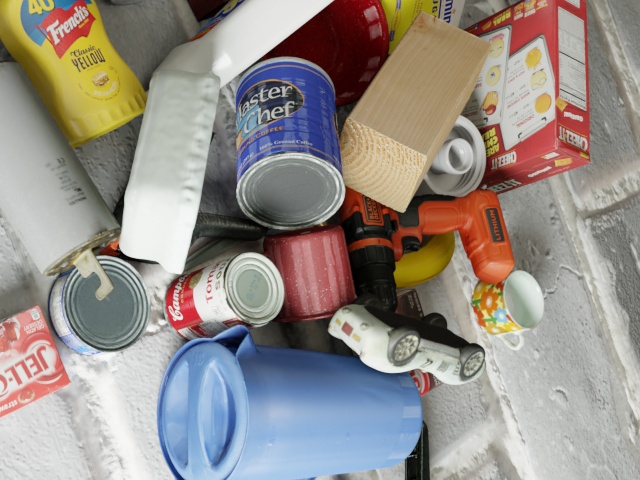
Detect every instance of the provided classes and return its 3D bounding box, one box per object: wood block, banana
[{"bbox_3d":[0.097,-0.140,1.132,0.091,0.090,0.205,26,50,7],"label":"wood block"},{"bbox_3d":[0.095,0.020,1.193,0.197,0.037,0.070,-25,71,-44],"label":"banana"}]

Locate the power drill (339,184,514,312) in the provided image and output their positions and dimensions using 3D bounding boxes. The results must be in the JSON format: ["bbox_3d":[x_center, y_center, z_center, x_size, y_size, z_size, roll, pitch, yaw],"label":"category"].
[{"bbox_3d":[0.111,0.004,1.136,0.187,0.057,0.184,4,61,-24],"label":"power drill"}]

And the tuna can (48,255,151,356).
[{"bbox_3d":[-0.194,0.058,0.936,0.086,0.034,0.086,12,70,-37],"label":"tuna can"}]

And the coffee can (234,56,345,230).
[{"bbox_3d":[-0.032,-0.095,1.040,0.102,0.103,0.140,29,38,-31],"label":"coffee can"}]

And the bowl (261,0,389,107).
[{"bbox_3d":[-0.008,-0.218,1.142,0.161,0.055,0.162,2,87,-28],"label":"bowl"}]

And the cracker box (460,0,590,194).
[{"bbox_3d":[0.241,-0.176,1.282,0.072,0.164,0.213,16,68,-34],"label":"cracker box"}]

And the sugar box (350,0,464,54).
[{"bbox_3d":[0.102,-0.272,1.241,0.175,0.048,0.093,-22,135,-39],"label":"sugar box"}]

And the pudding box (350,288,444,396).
[{"bbox_3d":[0.079,0.118,1.146,0.089,0.039,0.113,-20,91,-42],"label":"pudding box"}]

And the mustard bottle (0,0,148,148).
[{"bbox_3d":[-0.235,-0.184,0.953,0.096,0.058,0.191,-34,100,-41],"label":"mustard bottle"}]

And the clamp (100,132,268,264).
[{"bbox_3d":[-0.138,-0.036,1.008,0.171,0.039,0.120,-19,76,-39],"label":"clamp"}]

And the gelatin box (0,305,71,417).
[{"bbox_3d":[-0.258,0.102,0.872,0.089,0.030,0.073,-24,94,-41],"label":"gelatin box"}]

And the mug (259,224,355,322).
[{"bbox_3d":[-0.022,0.033,1.047,0.117,0.093,0.081,-11,96,-18],"label":"mug"}]

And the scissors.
[{"bbox_3d":[-0.057,0.001,1.080,0.096,0.016,0.201,53,51,-16],"label":"scissors"}]

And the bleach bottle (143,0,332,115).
[{"bbox_3d":[-0.073,-0.202,1.026,0.250,0.103,0.068,-43,113,-9],"label":"bleach bottle"}]

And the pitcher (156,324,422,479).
[{"bbox_3d":[-0.024,0.172,0.998,0.242,0.149,0.145,8,58,-42],"label":"pitcher"}]

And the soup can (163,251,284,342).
[{"bbox_3d":[-0.089,0.053,0.979,0.068,0.102,0.068,13,68,-37],"label":"soup can"}]
